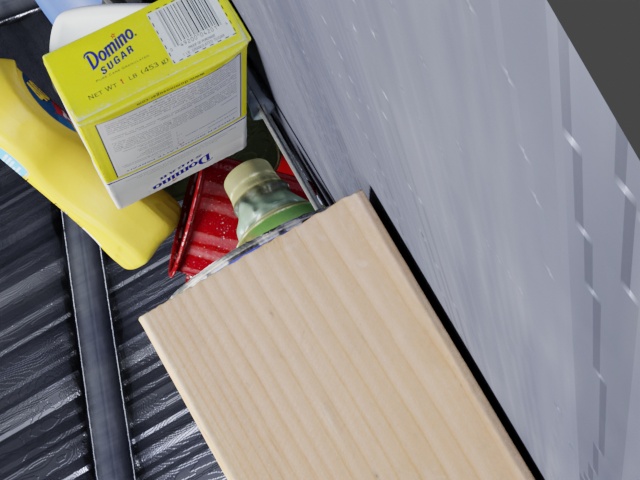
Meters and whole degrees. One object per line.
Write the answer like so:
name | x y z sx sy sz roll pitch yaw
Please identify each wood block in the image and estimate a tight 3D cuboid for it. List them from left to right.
wood block | 0.030 0.096 0.391 0.206 0.091 0.090 59 180 6

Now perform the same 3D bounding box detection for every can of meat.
can of meat | -0.082 -0.068 0.800 0.084 0.102 0.057 -109 5 -82

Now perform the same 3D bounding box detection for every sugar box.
sugar box | -0.088 -0.073 0.583 0.048 0.093 0.176 62 170 5

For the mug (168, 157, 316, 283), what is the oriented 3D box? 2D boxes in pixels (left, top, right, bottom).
mug | -0.055 0.001 0.720 0.081 0.117 0.093 14 -176 -11

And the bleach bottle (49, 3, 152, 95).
bleach bottle | -0.106 -0.124 0.800 0.250 0.102 0.068 -16 -72 -79

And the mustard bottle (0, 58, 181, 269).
mustard bottle | -0.180 -0.062 0.701 0.191 0.058 0.096 41 178 -15

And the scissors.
scissors | -0.041 -0.088 0.652 0.202 0.016 0.096 60 180 2
